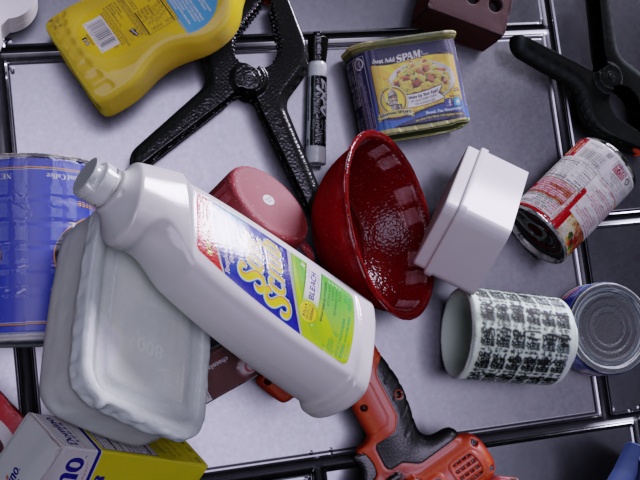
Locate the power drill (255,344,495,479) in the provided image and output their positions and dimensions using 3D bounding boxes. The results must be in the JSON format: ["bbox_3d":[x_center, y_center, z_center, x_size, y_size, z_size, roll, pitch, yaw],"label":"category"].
[{"bbox_3d":[0.027,0.171,0.891,0.184,0.057,0.187,-34,92,-7],"label":"power drill"}]

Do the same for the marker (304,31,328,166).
[{"bbox_3d":[-0.003,-0.126,0.947,0.020,0.020,0.121,3,81,-14],"label":"marker"}]

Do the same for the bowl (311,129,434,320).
[{"bbox_3d":[0.039,-0.008,0.897,0.055,0.161,0.162,-14,84,29],"label":"bowl"}]

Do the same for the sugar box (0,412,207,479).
[{"bbox_3d":[-0.166,0.182,0.780,0.048,0.176,0.093,37,96,29],"label":"sugar box"}]

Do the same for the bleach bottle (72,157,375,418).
[{"bbox_3d":[-0.069,0.027,0.766,0.250,0.068,0.102,36,43,-28],"label":"bleach bottle"}]

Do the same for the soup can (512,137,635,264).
[{"bbox_3d":[0.227,-0.037,0.967,0.102,0.069,0.068,-43,94,-16],"label":"soup can"}]

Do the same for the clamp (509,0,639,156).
[{"bbox_3d":[0.268,-0.161,1.010,0.120,0.039,0.171,-45,100,-11],"label":"clamp"}]

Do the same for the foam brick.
[{"bbox_3d":[0.130,-0.215,0.976,0.078,0.051,0.053,17,79,-11],"label":"foam brick"}]

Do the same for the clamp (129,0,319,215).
[{"bbox_3d":[-0.054,-0.127,0.923,0.164,0.036,0.210,20,76,-5],"label":"clamp"}]

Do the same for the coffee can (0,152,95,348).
[{"bbox_3d":[-0.225,0.011,0.830,0.102,0.103,0.140,-1,82,-14],"label":"coffee can"}]

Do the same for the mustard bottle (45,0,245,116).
[{"bbox_3d":[-0.124,-0.190,0.889,0.191,0.058,0.096,-33,69,-7],"label":"mustard bottle"}]

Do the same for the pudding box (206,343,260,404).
[{"bbox_3d":[-0.092,0.109,0.856,0.113,0.090,0.039,-26,88,-15],"label":"pudding box"}]

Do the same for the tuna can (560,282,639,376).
[{"bbox_3d":[0.257,0.081,0.975,0.086,0.034,0.086,2,82,-14],"label":"tuna can"}]

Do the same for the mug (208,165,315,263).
[{"bbox_3d":[-0.056,0.001,0.866,0.117,0.093,0.082,37,117,-19],"label":"mug"}]

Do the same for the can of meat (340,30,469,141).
[{"bbox_3d":[0.077,-0.135,0.949,0.102,0.057,0.084,-11,87,-14],"label":"can of meat"}]
